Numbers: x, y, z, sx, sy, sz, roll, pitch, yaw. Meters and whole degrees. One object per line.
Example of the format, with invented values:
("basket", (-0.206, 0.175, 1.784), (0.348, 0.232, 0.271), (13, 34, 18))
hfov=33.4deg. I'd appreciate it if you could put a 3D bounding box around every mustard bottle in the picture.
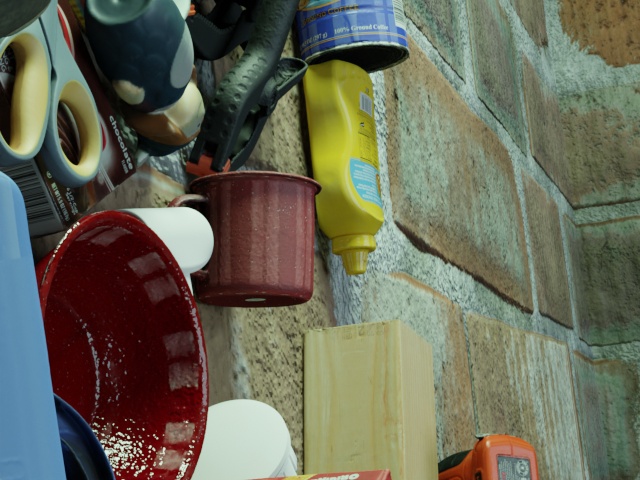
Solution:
("mustard bottle", (0.025, -0.063, 0.987), (0.096, 0.058, 0.191), (22, 60, -67))

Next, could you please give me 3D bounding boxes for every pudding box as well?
("pudding box", (-0.149, -0.068, 0.567), (0.090, 0.039, 0.113), (-56, 132, -61))

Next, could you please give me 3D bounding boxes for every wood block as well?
("wood block", (0.042, 0.180, 0.885), (0.090, 0.090, 0.206), (40, 45, -59))

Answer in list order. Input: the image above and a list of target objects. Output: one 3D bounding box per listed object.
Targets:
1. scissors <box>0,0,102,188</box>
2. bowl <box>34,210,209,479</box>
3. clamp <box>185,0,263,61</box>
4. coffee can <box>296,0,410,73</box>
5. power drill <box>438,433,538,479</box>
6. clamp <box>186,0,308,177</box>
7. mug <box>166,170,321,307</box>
("scissors", (-0.135, -0.113, 0.550), (0.096, 0.016, 0.201), (53, 34, -48))
("bowl", (-0.120, 0.068, 0.560), (0.162, 0.055, 0.162), (-9, 90, -69))
("clamp", (-0.059, -0.176, 0.807), (0.209, 0.036, 0.165), (-37, 148, -53))
("coffee can", (0.024, -0.235, 0.999), (0.102, 0.103, 0.140), (8, 74, -68))
("power drill", (0.110, 0.250, 0.922), (0.057, 0.188, 0.184), (10, 66, -30))
("clamp", (-0.048, -0.119, 0.780), (0.120, 0.039, 0.171), (87, 23, -49))
("mug", (-0.055, 0.001, 0.731), (0.117, 0.093, 0.081), (8, 77, -37))
